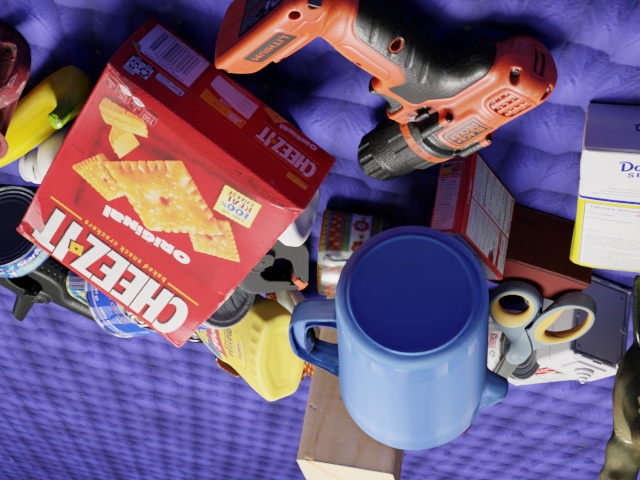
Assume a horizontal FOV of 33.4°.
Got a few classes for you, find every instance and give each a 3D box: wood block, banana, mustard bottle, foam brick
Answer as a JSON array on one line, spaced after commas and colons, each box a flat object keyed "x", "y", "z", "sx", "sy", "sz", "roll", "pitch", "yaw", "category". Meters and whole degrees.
[{"x": 0.043, "y": 0.124, "z": 1.016, "sx": 0.090, "sy": 0.206, "sz": 0.091, "roll": 7, "pitch": 157, "yaw": 10, "category": "wood block"}, {"x": -0.219, "y": -0.097, "z": 0.825, "sx": 0.037, "sy": 0.069, "sz": 0.198, "roll": 55, "pitch": 149, "yaw": -12, "category": "banana"}, {"x": -0.090, "y": 0.084, "z": 1.108, "sx": 0.058, "sy": 0.096, "sz": 0.192, "roll": -19, "pitch": -151, "yaw": -28, "category": "mustard bottle"}, {"x": 0.181, "y": 0.011, "z": 0.891, "sx": 0.078, "sy": 0.053, "sz": 0.051, "roll": 18, "pitch": 156, "yaw": -11, "category": "foam brick"}]

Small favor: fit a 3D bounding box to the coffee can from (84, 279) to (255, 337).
[{"x": -0.147, "y": 0.040, "z": 1.046, "sx": 0.141, "sy": 0.102, "sz": 0.102, "roll": -9, "pitch": 149, "yaw": 39, "category": "coffee can"}]

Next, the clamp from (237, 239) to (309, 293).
[{"x": -0.056, "y": 0.001, "z": 0.973, "sx": 0.120, "sy": 0.039, "sz": 0.171, "roll": -39, "pitch": 148, "yaw": 23, "category": "clamp"}]

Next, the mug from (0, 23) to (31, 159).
[{"x": -0.253, "y": -0.116, "z": 0.775, "sx": 0.117, "sy": 0.081, "sz": 0.093, "roll": -7, "pitch": 150, "yaw": 37, "category": "mug"}]

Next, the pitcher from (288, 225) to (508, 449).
[{"x": 0.063, "y": 0.078, "z": 0.849, "sx": 0.149, "sy": 0.145, "sz": 0.243, "roll": -30, "pitch": 159, "yaw": -7, "category": "pitcher"}]

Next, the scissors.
[{"x": 0.162, "y": 0.089, "z": 0.946, "sx": 0.096, "sy": 0.016, "sz": 0.202, "roll": 26, "pitch": 143, "yaw": -14, "category": "scissors"}]

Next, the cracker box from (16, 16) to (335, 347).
[{"x": -0.114, "y": -0.032, "z": 0.787, "sx": 0.164, "sy": 0.072, "sz": 0.214, "roll": 37, "pitch": 135, "yaw": -6, "category": "cracker box"}]

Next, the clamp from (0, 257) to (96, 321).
[{"x": -0.333, "y": 0.055, "z": 1.248, "sx": 0.165, "sy": 0.036, "sz": 0.210, "roll": 1, "pitch": 152, "yaw": 23, "category": "clamp"}]

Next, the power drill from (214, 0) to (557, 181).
[{"x": 0.030, "y": -0.108, "z": 0.695, "sx": 0.187, "sy": 0.057, "sz": 0.185, "roll": 21, "pitch": 151, "yaw": -27, "category": "power drill"}]

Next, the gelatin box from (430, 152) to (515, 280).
[{"x": 0.118, "y": -0.018, "z": 0.828, "sx": 0.030, "sy": 0.073, "sz": 0.089, "roll": -3, "pitch": 153, "yaw": 32, "category": "gelatin box"}]

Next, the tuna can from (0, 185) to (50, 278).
[{"x": -0.299, "y": -0.008, "z": 1.033, "sx": 0.086, "sy": 0.086, "sz": 0.033, "roll": 4, "pitch": 157, "yaw": 17, "category": "tuna can"}]
